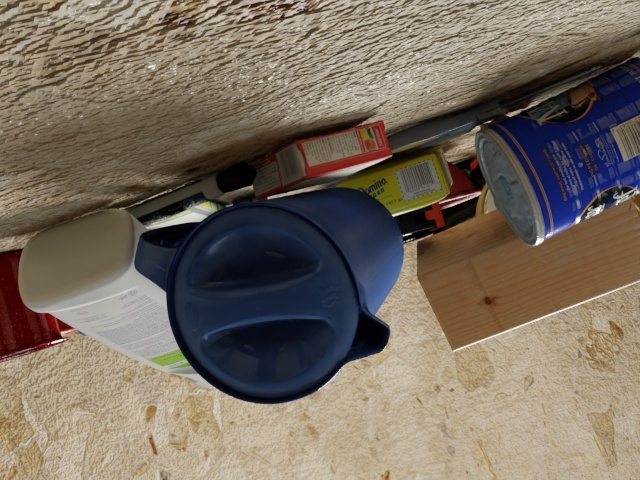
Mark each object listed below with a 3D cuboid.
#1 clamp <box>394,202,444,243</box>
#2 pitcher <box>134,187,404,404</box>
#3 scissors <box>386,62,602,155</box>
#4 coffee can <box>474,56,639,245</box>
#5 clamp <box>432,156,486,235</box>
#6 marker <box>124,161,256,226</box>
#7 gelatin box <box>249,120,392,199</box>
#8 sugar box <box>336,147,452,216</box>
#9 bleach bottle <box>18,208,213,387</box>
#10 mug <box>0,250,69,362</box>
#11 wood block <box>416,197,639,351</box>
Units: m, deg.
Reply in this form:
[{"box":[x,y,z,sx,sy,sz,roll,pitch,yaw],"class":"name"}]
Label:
[{"box":[0.058,-0.003,1.064,0.172,0.039,0.120,-17,178,34],"class":"clamp"},{"box":[-0.020,0.021,0.797,0.145,0.149,0.242,-30,180,17],"class":"pitcher"},{"box":[0.119,-0.099,0.843,0.096,0.016,0.202,-16,177,-33],"class":"scissors"},{"box":[0.209,-0.071,0.855,0.140,0.103,0.103,-26,177,-4],"class":"coffee can"},{"box":[0.123,-0.032,1.265,0.165,0.036,0.209,18,-130,30],"class":"clamp"},{"box":[-0.098,-0.032,0.791,0.121,0.020,0.020,-19,177,29],"class":"marker"},{"box":[-0.003,-0.058,0.771,0.073,0.030,0.089,-16,179,-28],"class":"gelatin box"},{"box":[0.073,-0.053,0.994,0.093,0.048,0.176,-17,-174,9],"class":"sugar box"},{"box":[-0.131,0.067,0.872,0.103,0.068,0.250,-18,147,15],"class":"bleach bottle"},{"box":[-0.276,0.061,0.887,0.117,0.081,0.093,-18,177,11],"class":"mug"},{"box":[0.204,0.015,1.018,0.206,0.091,0.090,-22,-162,14],"class":"wood block"}]
